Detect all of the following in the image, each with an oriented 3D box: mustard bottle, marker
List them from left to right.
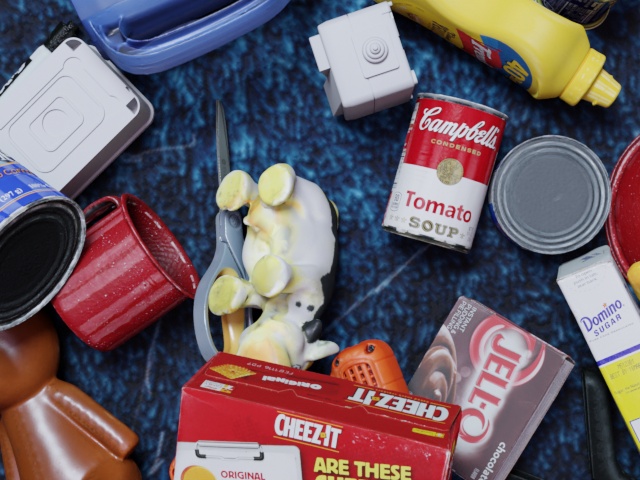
[{"bbox_3d":[-0.226,-0.119,0.808,0.020,0.020,0.121,42,92,2],"label":"marker"},{"bbox_3d":[0.126,-0.151,0.753,0.191,0.096,0.058,32,90,2],"label":"mustard bottle"}]

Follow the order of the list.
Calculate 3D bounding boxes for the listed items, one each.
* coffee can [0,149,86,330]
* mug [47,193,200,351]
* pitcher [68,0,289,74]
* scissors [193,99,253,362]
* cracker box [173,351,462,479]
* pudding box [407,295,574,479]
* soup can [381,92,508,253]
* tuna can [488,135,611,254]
[{"bbox_3d":[-0.242,-0.020,0.709,0.140,0.102,0.103,34,91,20],"label":"coffee can"},{"bbox_3d":[-0.150,0.018,0.776,0.081,0.093,0.117,-35,58,7],"label":"mug"},{"bbox_3d":[-0.068,-0.222,0.746,0.243,0.145,0.149,-22,106,0],"label":"pitcher"},{"bbox_3d":[-0.055,0.001,0.794,0.016,0.096,0.201,-16,57,37],"label":"scissors"},{"bbox_3d":[-0.009,0.192,0.673,0.164,0.072,0.214,11,109,11],"label":"cracker box"},{"bbox_3d":[0.114,0.110,0.764,0.090,0.039,0.113,31,93,31],"label":"pudding box"},{"bbox_3d":[0.089,-0.048,0.768,0.068,0.068,0.102,16,91,3],"label":"soup can"},{"bbox_3d":[0.166,-0.033,0.781,0.086,0.034,0.086,0,90,3],"label":"tuna can"}]
